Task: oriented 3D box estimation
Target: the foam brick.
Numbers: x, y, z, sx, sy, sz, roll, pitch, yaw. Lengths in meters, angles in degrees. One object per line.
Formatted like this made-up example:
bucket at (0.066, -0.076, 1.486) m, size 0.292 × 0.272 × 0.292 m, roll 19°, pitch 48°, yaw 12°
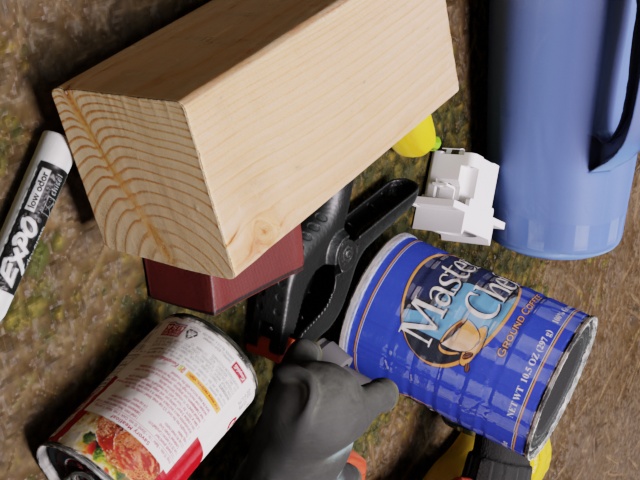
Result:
foam brick at (-0.054, 0.001, 0.592) m, size 0.078 × 0.053 × 0.051 m, roll -27°, pitch 119°, yaw -47°

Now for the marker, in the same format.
marker at (-0.146, 0.006, 0.503) m, size 0.020 × 0.020 × 0.121 m, roll 35°, pitch 71°, yaw -50°

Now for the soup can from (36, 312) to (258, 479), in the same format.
soup can at (-0.088, 0.095, 0.558) m, size 0.102 × 0.069 × 0.068 m, roll -48°, pitch 133°, yaw -35°

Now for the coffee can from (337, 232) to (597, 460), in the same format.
coffee can at (0.097, 0.068, 0.709) m, size 0.102 × 0.140 × 0.103 m, roll -48°, pitch 152°, yaw -36°

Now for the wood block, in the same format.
wood block at (-0.023, -0.078, 0.552) m, size 0.205 × 0.090 × 0.091 m, roll -41°, pitch 130°, yaw -39°

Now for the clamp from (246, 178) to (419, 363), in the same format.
clamp at (0.010, 0.003, 0.686) m, size 0.120 × 0.039 × 0.171 m, roll 34°, pitch 79°, yaw -50°

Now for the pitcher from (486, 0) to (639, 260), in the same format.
pitcher at (0.190, -0.110, 0.801) m, size 0.149 × 0.145 × 0.243 m, roll -36°, pitch 132°, yaw -58°
